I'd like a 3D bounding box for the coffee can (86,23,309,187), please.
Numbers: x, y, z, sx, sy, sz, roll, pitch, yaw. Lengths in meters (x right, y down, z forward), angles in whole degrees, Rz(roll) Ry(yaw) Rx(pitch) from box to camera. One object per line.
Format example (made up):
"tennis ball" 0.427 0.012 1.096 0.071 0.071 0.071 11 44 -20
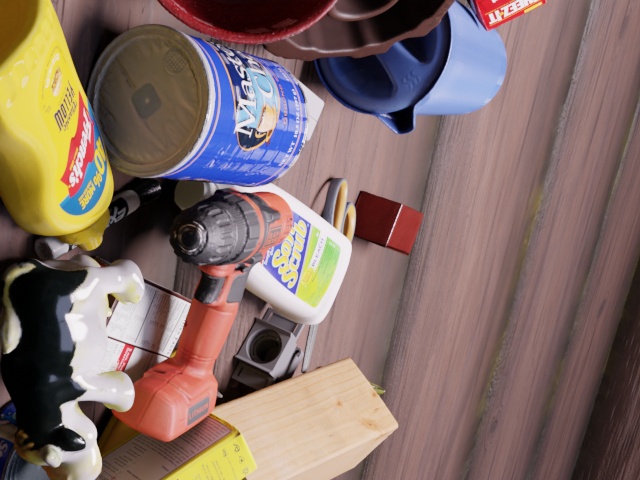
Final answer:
"coffee can" -0.085 -0.093 0.772 0.140 0.103 0.103 1 108 -63

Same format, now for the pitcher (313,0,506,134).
"pitcher" 0.099 -0.193 1.042 0.149 0.145 0.242 -61 160 16

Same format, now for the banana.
"banana" -0.155 0.164 0.905 0.197 0.037 0.069 -58 152 -22

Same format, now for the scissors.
"scissors" 0.010 0.037 1.105 0.096 0.016 0.202 17 81 -72

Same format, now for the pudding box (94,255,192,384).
"pudding box" -0.154 0.071 0.838 0.090 0.039 0.113 -66 156 -7

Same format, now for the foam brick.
"foam brick" 0.072 -0.019 1.190 0.078 0.053 0.051 17 94 -65

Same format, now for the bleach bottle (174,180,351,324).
"bleach bottle" -0.056 0.001 0.948 0.250 0.068 0.102 32 80 -61

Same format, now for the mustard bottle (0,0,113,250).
"mustard bottle" -0.173 -0.060 0.671 0.191 0.058 0.096 79 15 -50

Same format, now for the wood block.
"wood block" -0.035 0.194 1.028 0.205 0.090 0.091 -14 151 -47

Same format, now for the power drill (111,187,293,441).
"power drill" -0.088 0.051 0.788 0.188 0.057 0.184 -65 168 11

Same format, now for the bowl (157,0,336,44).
"bowl" -0.056 -0.213 0.734 0.162 0.162 0.055 -67 -165 -4

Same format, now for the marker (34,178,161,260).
"marker" -0.159 -0.018 0.781 0.120 0.020 0.020 -38 140 -47

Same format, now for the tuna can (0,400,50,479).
"tuna can" -0.214 0.157 0.790 0.086 0.034 0.086 -43 144 -42

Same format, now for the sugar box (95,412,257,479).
"sugar box" -0.146 0.196 0.825 0.176 0.093 0.048 -33 115 -26
